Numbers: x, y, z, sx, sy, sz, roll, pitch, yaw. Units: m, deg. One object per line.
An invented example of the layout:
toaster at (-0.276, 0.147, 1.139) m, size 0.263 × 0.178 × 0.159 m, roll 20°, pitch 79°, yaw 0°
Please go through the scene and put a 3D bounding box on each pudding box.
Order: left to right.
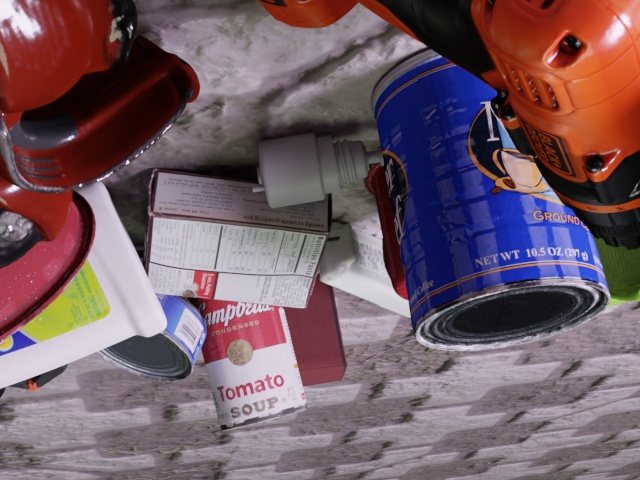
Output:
pudding box at (-0.054, 0.001, 0.674) m, size 0.113 × 0.039 × 0.090 m, roll 5°, pitch 144°, yaw -9°

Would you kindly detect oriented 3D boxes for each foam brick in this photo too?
foam brick at (-0.012, 0.074, 0.854) m, size 0.051 × 0.078 × 0.053 m, roll -8°, pitch 158°, yaw -7°

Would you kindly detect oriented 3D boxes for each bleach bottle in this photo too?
bleach bottle at (-0.224, 0.058, 0.620) m, size 0.250 × 0.102 × 0.068 m, roll -25°, pitch 177°, yaw -7°

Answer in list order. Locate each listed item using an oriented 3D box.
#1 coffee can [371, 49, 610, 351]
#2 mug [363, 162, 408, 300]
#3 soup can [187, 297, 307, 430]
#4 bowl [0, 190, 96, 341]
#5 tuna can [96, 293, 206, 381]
coffee can at (0.089, -0.023, 0.577) m, size 0.102 × 0.140 × 0.103 m, roll -7°, pitch 158°, yaw -3°
mug at (0.074, -0.005, 0.690) m, size 0.093 × 0.081 × 0.117 m, roll 5°, pitch 154°, yaw -30°
soup can at (-0.054, 0.083, 0.788) m, size 0.068 × 0.102 × 0.068 m, roll -14°, pitch 173°, yaw -2°
bowl at (-0.202, -0.001, 0.555) m, size 0.162 × 0.162 × 0.055 m, roll -13°, pitch 126°, yaw 10°
tuna can at (-0.124, 0.063, 0.749) m, size 0.086 × 0.033 × 0.086 m, roll 15°, pitch 147°, yaw 10°
